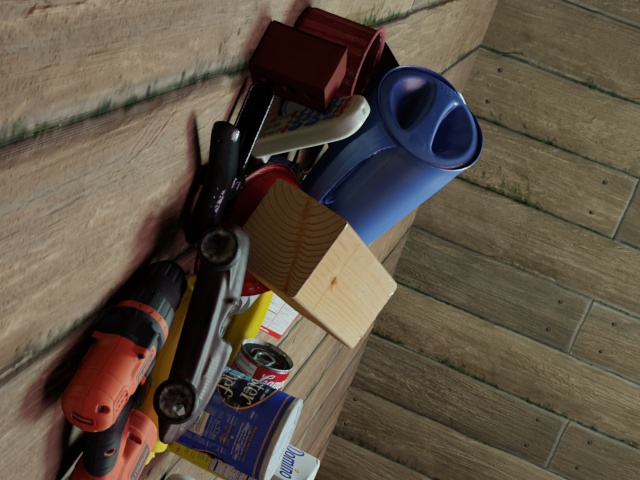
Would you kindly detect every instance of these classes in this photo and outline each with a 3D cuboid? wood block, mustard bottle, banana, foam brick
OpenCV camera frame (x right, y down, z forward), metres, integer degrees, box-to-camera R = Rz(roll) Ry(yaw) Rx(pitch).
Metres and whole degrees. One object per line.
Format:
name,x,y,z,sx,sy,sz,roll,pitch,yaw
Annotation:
wood block,-0.002,0.029,1.087,0.091,0.090,0.206,-54,155,-6
mustard bottle,-0.146,0.133,1.054,0.096,0.058,0.192,-117,-131,-77
banana,-0.102,0.122,1.302,0.198,0.037,0.069,-61,-178,5
foam brick,-0.020,-0.164,1.014,0.053,0.078,0.051,87,26,-70

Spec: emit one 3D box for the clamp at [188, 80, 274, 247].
clamp,-0.091,-0.058,0.982,0.120,0.039,0.172,-43,154,-65

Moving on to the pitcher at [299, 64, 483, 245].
pitcher,0.055,-0.075,1.202,0.243,0.149,0.145,-45,-150,48

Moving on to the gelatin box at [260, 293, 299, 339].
gelatin box,-0.056,0.075,1.363,0.089,0.030,0.073,-53,136,4

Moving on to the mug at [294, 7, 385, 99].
mug,0.015,-0.194,1.128,0.117,0.081,0.093,-14,126,-78

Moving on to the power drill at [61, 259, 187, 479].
power drill,-0.170,0.129,0.930,0.184,0.057,0.188,-63,169,-47

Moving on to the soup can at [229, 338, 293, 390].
soup can,-0.084,0.178,1.282,0.102,0.068,0.068,-63,172,16

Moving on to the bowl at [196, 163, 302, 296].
bowl,-0.057,0.001,1.129,0.161,0.055,0.162,-42,151,-31

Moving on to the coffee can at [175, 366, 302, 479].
coffee can,-0.104,0.198,1.201,0.102,0.140,0.103,23,89,-81

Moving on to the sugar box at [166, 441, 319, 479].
sugar box,-0.094,0.258,1.290,0.093,0.176,0.048,-36,148,-72
